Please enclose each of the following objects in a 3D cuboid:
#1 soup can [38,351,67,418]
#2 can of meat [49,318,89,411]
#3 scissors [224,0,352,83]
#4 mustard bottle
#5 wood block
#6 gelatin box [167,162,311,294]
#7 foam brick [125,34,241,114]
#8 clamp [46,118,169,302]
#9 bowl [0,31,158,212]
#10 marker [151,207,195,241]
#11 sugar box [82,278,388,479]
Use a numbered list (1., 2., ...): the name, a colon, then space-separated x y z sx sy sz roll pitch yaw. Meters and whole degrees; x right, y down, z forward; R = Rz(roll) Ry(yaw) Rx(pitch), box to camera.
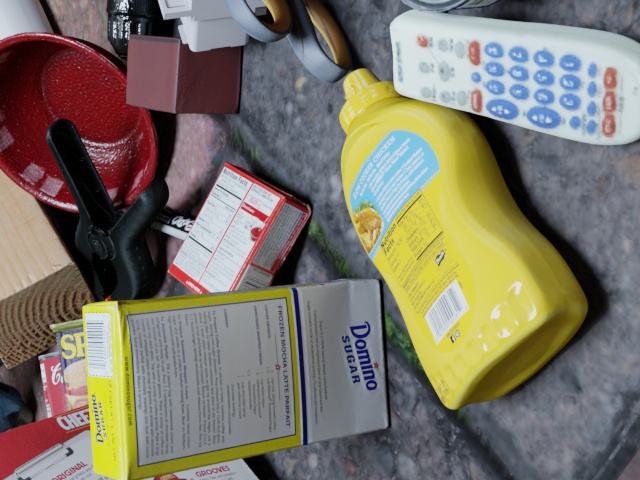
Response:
1. soup can: -0.198 0.143 0.906 0.069 0.068 0.102 -20 78 52
2. can of meat: -0.157 0.099 0.839 0.102 0.057 0.084 -12 86 29
3. scissors: -0.042 -0.178 0.657 0.016 0.096 0.202 -43 62 31
4. mustard bottle: 0.058 -0.016 0.559 0.192 0.058 0.096 63 143 27
5. wood block: -0.280 -0.005 0.923 0.206 0.090 0.090 52 164 33
6. gelatin box: -0.055 0.001 0.711 0.073 0.030 0.089 31 93 47
7. foam brick: -0.098 -0.119 0.764 0.078 0.052 0.051 18 107 52
8. clamp: -0.156 -0.005 0.833 0.120 0.039 0.171 29 140 37
9. bowl: -0.194 -0.102 0.852 0.162 0.055 0.162 10 127 13
10. marker: -0.096 -0.007 0.798 0.121 0.020 0.020 20 109 51
11. sugar box: -0.043 0.073 0.603 0.048 0.175 0.093 -3 90 51
